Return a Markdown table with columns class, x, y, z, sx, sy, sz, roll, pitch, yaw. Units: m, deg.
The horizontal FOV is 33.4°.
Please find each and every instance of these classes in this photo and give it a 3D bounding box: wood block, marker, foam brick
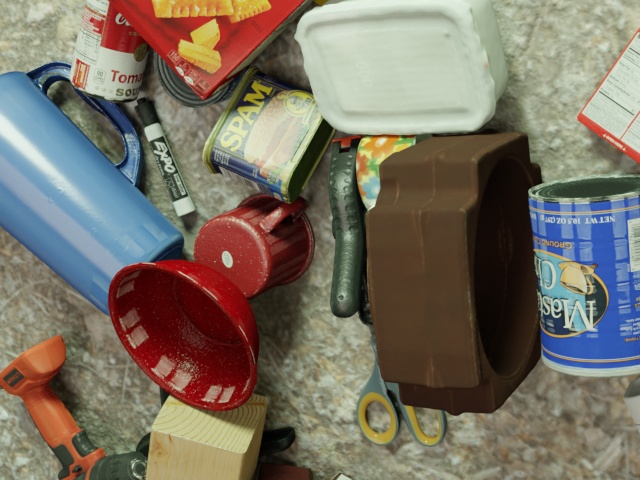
| class | x | y | z | sx | sy | sz | roll | pitch | yaw |
| --- | --- | --- | --- | --- | --- | --- | --- | --- | --- |
| wood block | -0.117 | 0.247 | 1.039 | 0.091 | 0.090 | 0.206 | 14 | 120 | 7 |
| marker | -0.153 | -0.082 | 1.044 | 0.020 | 0.020 | 0.121 | -20 | 94 | 29 |
| foam brick | -0.036 | 0.261 | 1.038 | 0.051 | 0.078 | 0.053 | 10 | 111 | -10 |

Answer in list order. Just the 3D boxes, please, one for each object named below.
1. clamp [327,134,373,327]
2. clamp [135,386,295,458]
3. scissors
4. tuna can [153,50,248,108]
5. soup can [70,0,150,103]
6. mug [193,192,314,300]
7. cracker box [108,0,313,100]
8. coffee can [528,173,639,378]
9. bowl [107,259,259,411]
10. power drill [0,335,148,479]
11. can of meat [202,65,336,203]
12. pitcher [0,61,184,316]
| class | x | y | z | sx | sy | sz | roll | pitch | yaw |
| --- | --- | --- | --- | --- | --- | --- | --- | --- | --- |
| clamp | 0.032 | -0.003 | 0.939 | 0.039 | 0.120 | 0.171 | -2 | 72 | 10 |
| clamp | -0.127 | 0.220 | 1.102 | 0.164 | 0.036 | 0.210 | 31 | 118 | 9 |
| scissors | 0.046 | 0.109 | 1.000 | 0.096 | 0.016 | 0.202 | -32 | 88 | 29 |
| tuna can | -0.110 | -0.168 | 0.992 | 0.086 | 0.033 | 0.086 | 7 | 106 | 24 |
| soup can | -0.194 | -0.190 | 1.007 | 0.068 | 0.068 | 0.102 | 26 | 114 | 18 |
| mug | -0.056 | 0.001 | 0.983 | 0.117 | 0.081 | 0.093 | -42 | 84 | 29 |
| cracker box | -0.076 | -0.245 | 0.877 | 0.164 | 0.072 | 0.214 | 47 | 120 | -6 |
| coffee can | 0.221 | 0.025 | 0.842 | 0.103 | 0.102 | 0.140 | -2 | 103 | 26 |
| bowl | -0.111 | 0.074 | 0.958 | 0.162 | 0.055 | 0.162 | 20 | 132 | 23 |
| power drill | -0.261 | 0.198 | 1.126 | 0.185 | 0.057 | 0.187 | -33 | 85 | 49 |
| can of meat | -0.042 | -0.092 | 0.948 | 0.084 | 0.057 | 0.102 | 24 | 76 | 16 |
| pitcher | -0.246 | -0.050 | 1.046 | 0.243 | 0.144 | 0.149 | 42 | 129 | 6 |
